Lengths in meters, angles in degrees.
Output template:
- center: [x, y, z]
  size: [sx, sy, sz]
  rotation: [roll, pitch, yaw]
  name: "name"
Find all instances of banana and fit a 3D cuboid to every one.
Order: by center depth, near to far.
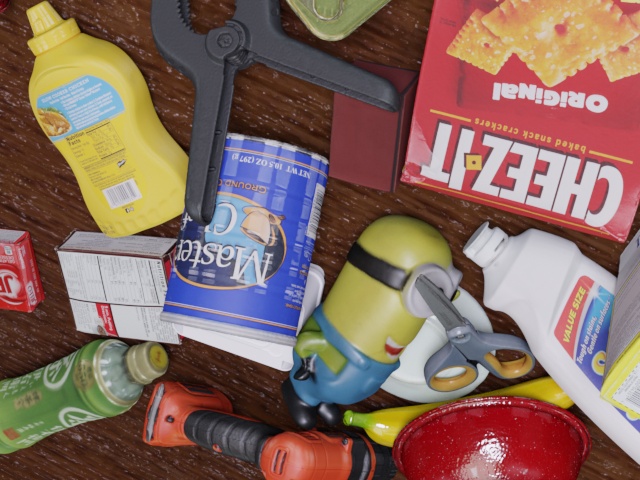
- center: [0.122, 0.142, 0.867]
  size: [0.198, 0.069, 0.037]
  rotation: [-13, 72, 12]
  name: "banana"

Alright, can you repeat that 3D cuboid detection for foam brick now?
- center: [0.040, -0.084, 0.776]
  size: [0.051, 0.053, 0.078]
  rotation: [12, 121, 14]
  name: "foam brick"

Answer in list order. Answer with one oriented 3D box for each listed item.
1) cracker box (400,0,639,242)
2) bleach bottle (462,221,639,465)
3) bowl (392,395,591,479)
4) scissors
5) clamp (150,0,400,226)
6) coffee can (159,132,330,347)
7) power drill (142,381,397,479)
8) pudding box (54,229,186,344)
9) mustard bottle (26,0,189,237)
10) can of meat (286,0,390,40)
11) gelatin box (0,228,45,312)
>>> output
- center: [0.152, -0.120, 0.700]
  size: [0.164, 0.072, 0.214]
  rotation: [17, 124, 12]
  name: "cracker box"
- center: [0.205, 0.082, 0.788]
  size: [0.251, 0.068, 0.102]
  rotation: [39, 91, -2]
  name: "bleach bottle"
- center: [0.139, 0.191, 0.856]
  size: [0.162, 0.055, 0.162]
  rotation: [1, 138, 1]
  name: "bowl"
- center: [0.091, 0.076, 0.796]
  size: [0.096, 0.016, 0.201]
  rotation: [-29, 144, 28]
  name: "scissors"
- center: [-0.067, -0.124, 0.746]
  size: [0.164, 0.036, 0.210]
  rotation: [-37, 74, 3]
  name: "clamp"
- center: [-0.055, 0.001, 0.793]
  size: [0.103, 0.102, 0.140]
  rotation: [9, 84, 16]
  name: "coffee can"
- center: [-0.042, 0.170, 0.913]
  size: [0.188, 0.184, 0.057]
  rotation: [10, 83, 31]
  name: "power drill"
- center: [-0.169, 0.041, 0.936]
  size: [0.114, 0.039, 0.090]
  rotation: [4, 119, 20]
  name: "pudding box"
- center: [-0.176, -0.100, 0.847]
  size: [0.096, 0.058, 0.191]
  rotation: [-17, 111, 30]
  name: "mustard bottle"
- center: [0.034, -0.188, 0.699]
  size: [0.102, 0.083, 0.057]
  rotation: [-35, 102, 33]
  name: "can of meat"
- center: [-0.305, 0.025, 0.986]
  size: [0.089, 0.030, 0.073]
  rotation: [6, 120, 18]
  name: "gelatin box"
